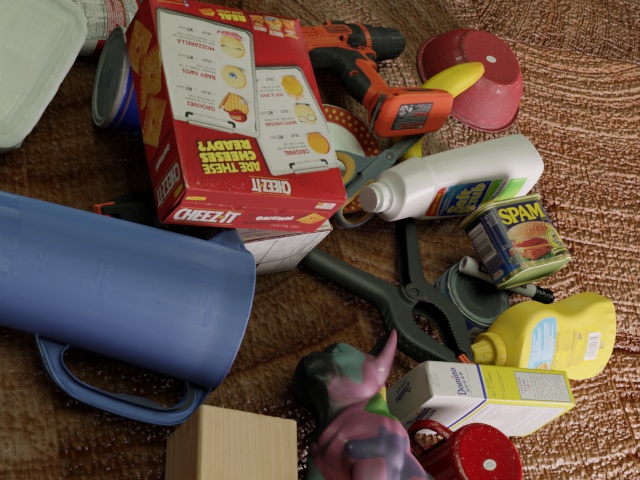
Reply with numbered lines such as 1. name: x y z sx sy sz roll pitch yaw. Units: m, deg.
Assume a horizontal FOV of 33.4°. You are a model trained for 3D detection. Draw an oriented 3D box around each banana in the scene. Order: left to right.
1. banana: 0.134 -0.154 1.295 0.070 0.037 0.197 24 59 9

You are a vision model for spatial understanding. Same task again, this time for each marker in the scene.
1. marker: 0.209 0.046 1.187 0.121 0.020 0.020 22 51 -18

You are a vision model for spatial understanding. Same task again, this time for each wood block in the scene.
1. wood block: -0.075 0.251 0.871 0.090 0.090 0.206 14 54 -24

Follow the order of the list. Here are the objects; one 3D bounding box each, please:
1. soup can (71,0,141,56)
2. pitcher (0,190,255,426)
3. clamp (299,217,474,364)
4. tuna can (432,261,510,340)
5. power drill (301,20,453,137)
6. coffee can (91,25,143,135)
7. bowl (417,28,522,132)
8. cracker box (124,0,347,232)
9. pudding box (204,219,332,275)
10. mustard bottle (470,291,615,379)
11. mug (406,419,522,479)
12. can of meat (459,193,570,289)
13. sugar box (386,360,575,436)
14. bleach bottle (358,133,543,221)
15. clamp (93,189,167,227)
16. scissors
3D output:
1. soup can: -0.241 -0.226 1.108 0.102 0.069 0.068 -6 63 -34
2. pitcher: -0.188 0.050 0.922 0.242 0.145 0.149 17 31 -17
3. clamp: 0.095 0.057 1.130 0.164 0.036 0.210 -26 65 -41
4. tuna can: 0.168 0.066 1.186 0.086 0.034 0.086 16 53 -22
5. power drill: 0.068 -0.195 1.252 0.184 0.057 0.188 -12 43 -36
6. coffee can: -0.150 -0.152 1.090 0.140 0.103 0.103 10 55 -26
7. bowl: 0.208 -0.222 1.393 0.162 0.055 0.162 16 53 -22
8. cracker box: -0.082 -0.116 0.989 0.163 0.072 0.214 3 60 -31
9. pudding box: -0.057 0.001 1.052 0.113 0.090 0.039 -10 67 -36
10. mustard bottle: 0.235 0.113 1.161 0.191 0.096 0.058 -5 23 -33
11. mug: 0.132 0.217 1.028 0.117 0.082 0.093 47 47 4
12. can of meat: 0.216 0.002 1.170 0.101 0.058 0.084 -11 66 -38
13. sugar box: 0.157 0.161 1.074 0.176 0.093 0.048 10 55 -27
14. bleach bottle: 0.139 -0.060 1.200 0.250 0.103 0.068 -14 63 -40
15. clamp: -0.129 -0.037 1.030 0.171 0.120 0.039 -20 103 -35
16. scissors: 0.057 -0.100 1.201 0.096 0.016 0.201 40 58 -13
